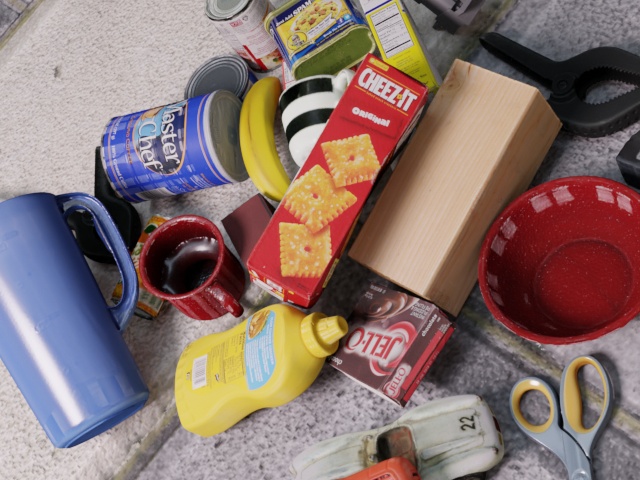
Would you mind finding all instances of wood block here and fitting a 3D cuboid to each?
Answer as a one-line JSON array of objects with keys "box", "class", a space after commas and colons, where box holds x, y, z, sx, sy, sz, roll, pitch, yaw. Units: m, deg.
[{"box": [0.125, -0.047, 0.981, 0.091, 0.090, 0.206, 28, 88, 33], "class": "wood block"}]

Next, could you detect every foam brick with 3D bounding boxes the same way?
[{"box": [-0.057, 0.001, 1.101, 0.051, 0.053, 0.078, -36, 51, 6], "class": "foam brick"}]

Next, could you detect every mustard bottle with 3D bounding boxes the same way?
[{"box": [-0.053, 0.112, 1.003, 0.192, 0.058, 0.096, -28, 46, 32], "class": "mustard bottle"}]

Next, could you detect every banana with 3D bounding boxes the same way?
[{"box": [-0.059, -0.112, 1.159, 0.037, 0.069, 0.198, -30, 52, 27], "class": "banana"}]

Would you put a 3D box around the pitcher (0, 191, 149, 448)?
[{"box": [-0.265, 0.076, 1.081, 0.149, 0.144, 0.243, -37, 79, 36], "class": "pitcher"}]

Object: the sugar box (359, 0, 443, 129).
[{"box": [0.091, -0.184, 1.099, 0.048, 0.093, 0.176, -28, 53, 10], "class": "sugar box"}]

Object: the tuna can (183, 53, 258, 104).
[{"box": [-0.114, -0.173, 1.244, 0.086, 0.033, 0.086, -14, 58, 22], "class": "tuna can"}]

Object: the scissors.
[{"box": [0.196, 0.189, 0.876, 0.096, 0.016, 0.201, -3, 62, 30], "class": "scissors"}]

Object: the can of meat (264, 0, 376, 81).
[{"box": [0.001, -0.223, 1.155, 0.102, 0.057, 0.084, -31, 56, 9], "class": "can of meat"}]

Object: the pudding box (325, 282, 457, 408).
[{"box": [0.060, 0.093, 0.967, 0.090, 0.039, 0.114, -55, 25, -9], "class": "pudding box"}]

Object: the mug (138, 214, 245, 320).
[{"box": [-0.119, 0.039, 1.091, 0.117, 0.081, 0.093, 37, 81, 29], "class": "mug"}]

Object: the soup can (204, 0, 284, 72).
[{"box": [-0.080, -0.249, 1.225, 0.069, 0.102, 0.068, -14, 57, 22], "class": "soup can"}]

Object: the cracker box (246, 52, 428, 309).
[{"box": [0.014, -0.044, 0.978, 0.072, 0.164, 0.213, 30, 82, 2], "class": "cracker box"}]

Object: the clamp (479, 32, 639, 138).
[{"box": [0.234, -0.149, 1.033, 0.210, 0.036, 0.164, -9, 62, 28], "class": "clamp"}]

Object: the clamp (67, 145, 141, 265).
[{"box": [-0.254, -0.036, 1.242, 0.172, 0.039, 0.120, 36, 88, 32], "class": "clamp"}]

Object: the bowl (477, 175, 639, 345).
[{"box": [0.222, 0.026, 0.929, 0.162, 0.055, 0.162, -14, 57, 22], "class": "bowl"}]

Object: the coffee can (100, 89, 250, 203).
[{"box": [-0.156, -0.103, 1.184, 0.140, 0.102, 0.103, -10, 59, 24], "class": "coffee can"}]
